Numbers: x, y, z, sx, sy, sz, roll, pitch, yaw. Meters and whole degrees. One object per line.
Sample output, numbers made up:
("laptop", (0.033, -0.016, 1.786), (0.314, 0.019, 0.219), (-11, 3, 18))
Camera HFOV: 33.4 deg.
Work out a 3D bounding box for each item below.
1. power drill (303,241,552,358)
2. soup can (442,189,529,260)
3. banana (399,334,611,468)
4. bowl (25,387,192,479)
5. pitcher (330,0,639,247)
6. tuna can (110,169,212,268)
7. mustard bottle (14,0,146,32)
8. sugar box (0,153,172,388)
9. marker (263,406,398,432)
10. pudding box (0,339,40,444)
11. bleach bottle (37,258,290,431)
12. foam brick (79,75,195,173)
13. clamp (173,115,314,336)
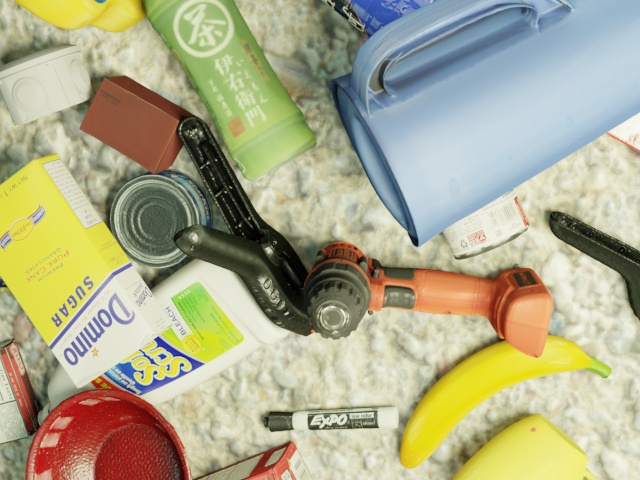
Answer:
("power drill", (0.080, 0.046, 0.833), (0.187, 0.184, 0.057), (9, 103, 1))
("soup can", (0.118, -0.044, 0.856), (0.069, 0.068, 0.102), (-23, 95, 16))
("banana", (0.141, 0.128, 0.899), (0.198, 0.037, 0.069), (-28, 92, 16))
("bowl", (-0.171, 0.206, 0.919), (0.162, 0.055, 0.162), (-1, 87, 20))
("pitcher", (0.135, -0.112, 0.747), (0.243, 0.149, 0.145), (-28, 96, -2))
("tuna can", (-0.140, -0.019, 0.938), (0.086, 0.033, 0.086), (2, 101, 12))
("mustard bottle", (-0.202, -0.211, 0.834), (0.058, 0.191, 0.096), (-27, 94, 16))
("sugar box", (-0.213, 0.026, 0.894), (0.093, 0.048, 0.176), (-34, 90, 21))
("marker", (0.008, 0.159, 0.945), (0.121, 0.020, 0.020), (-5, 99, 14))
("pudding box", (-0.328, 0.152, 1.011), (0.113, 0.039, 0.090), (-16, 96, 13))
("bleach bottle", (-0.151, 0.107, 0.951), (0.251, 0.068, 0.102), (-36, 91, 19))
("foam brick", (-0.155, -0.101, 0.917), (0.078, 0.051, 0.053), (31, 105, 5))
("clamp", (-0.056, 0.001, 0.881), (0.036, 0.164, 0.209), (-28, 132, 17))
